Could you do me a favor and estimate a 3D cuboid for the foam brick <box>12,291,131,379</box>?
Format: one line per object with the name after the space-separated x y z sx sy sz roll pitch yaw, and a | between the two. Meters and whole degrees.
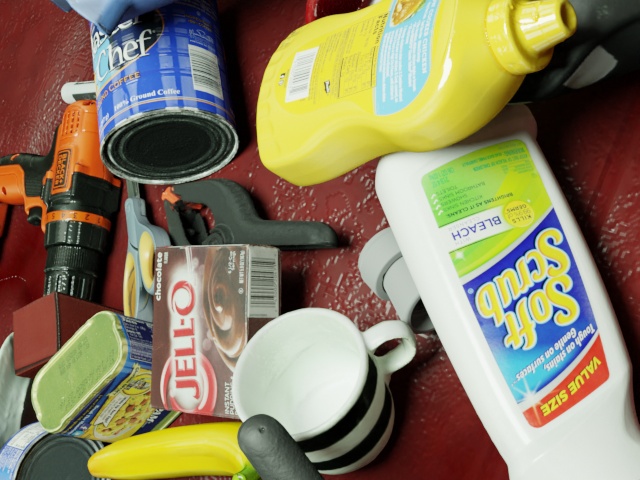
-0.187 0.078 0.814 0.053 0.078 0.051 -25 60 29 | foam brick

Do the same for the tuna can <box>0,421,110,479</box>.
-0.198 0.176 0.784 0.034 0.086 0.086 3 77 42 | tuna can

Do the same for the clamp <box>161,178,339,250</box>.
-0.055 0.001 0.754 0.120 0.039 0.172 -51 54 17 | clamp

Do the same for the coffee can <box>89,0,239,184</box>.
-0.121 -0.128 0.811 0.103 0.102 0.140 -27 60 31 | coffee can

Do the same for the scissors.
-0.138 -0.024 0.829 0.096 0.016 0.202 -40 49 55 | scissors

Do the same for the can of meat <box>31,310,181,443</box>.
-0.143 0.101 0.765 0.102 0.083 0.057 -45 52 20 | can of meat

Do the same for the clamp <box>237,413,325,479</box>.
0.031 0.199 0.586 0.036 0.164 0.210 -39 67 -22 | clamp

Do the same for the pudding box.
-0.070 0.059 0.707 0.090 0.039 0.113 -2 84 39 | pudding box

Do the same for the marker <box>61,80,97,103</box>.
-0.178 -0.129 0.914 0.121 0.020 0.020 3 77 40 | marker

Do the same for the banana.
-0.083 0.142 0.712 0.198 0.069 0.037 -14 81 51 | banana

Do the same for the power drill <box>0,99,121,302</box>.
-0.249 -0.018 0.913 0.188 0.057 0.184 -8 69 36 | power drill

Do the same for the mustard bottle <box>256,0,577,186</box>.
0.049 -0.091 0.566 0.192 0.058 0.096 -12 57 45 | mustard bottle

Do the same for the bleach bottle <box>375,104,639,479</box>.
0.119 0.050 0.570 0.102 0.068 0.251 -19 64 -9 | bleach bottle
